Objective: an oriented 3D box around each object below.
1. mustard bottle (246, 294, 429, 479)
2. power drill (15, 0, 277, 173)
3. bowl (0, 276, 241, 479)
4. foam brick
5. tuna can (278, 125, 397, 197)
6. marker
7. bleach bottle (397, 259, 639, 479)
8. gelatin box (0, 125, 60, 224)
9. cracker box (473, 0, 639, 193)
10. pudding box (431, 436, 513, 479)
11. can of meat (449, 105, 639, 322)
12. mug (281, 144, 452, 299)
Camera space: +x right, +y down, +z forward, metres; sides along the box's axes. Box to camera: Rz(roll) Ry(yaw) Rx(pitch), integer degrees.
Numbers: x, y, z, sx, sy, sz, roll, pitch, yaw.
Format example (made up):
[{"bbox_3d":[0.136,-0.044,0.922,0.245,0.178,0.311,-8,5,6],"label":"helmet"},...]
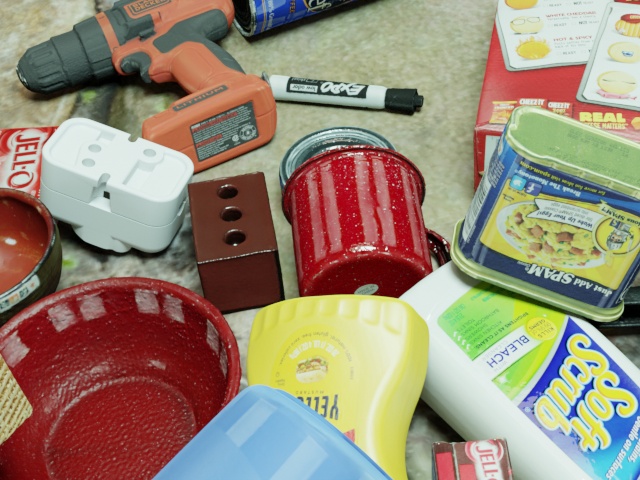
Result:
[{"bbox_3d":[0.000,0.124,0.536,0.096,0.058,0.191,-4,63,24],"label":"mustard bottle"},{"bbox_3d":[-0.129,-0.125,0.825,0.184,0.057,0.188,-25,48,-11],"label":"power drill"},{"bbox_3d":[-0.119,0.097,0.601,0.162,0.055,0.162,-5,45,5],"label":"bowl"},{"bbox_3d":[-0.055,0.001,0.693,0.053,0.051,0.078,-11,45,-4],"label":"foam brick"},{"bbox_3d":[0.014,-0.041,0.737,0.086,0.034,0.086,-4,45,4],"label":"tuna can"},{"bbox_3d":[0.019,-0.112,0.818,0.121,0.020,0.020,8,47,15],"label":"marker"},{"bbox_3d":[0.148,0.103,0.557,0.102,0.068,0.251,-30,52,-26],"label":"bleach bottle"},{"bbox_3d":[-0.222,-0.046,0.778,0.073,0.030,0.089,-2,45,6],"label":"gelatin box"},{"bbox_3d":[0.202,-0.114,0.759,0.164,0.072,0.213,5,45,12],"label":"cracker box"},{"bbox_3d":[0.070,0.156,0.477,0.039,0.113,0.090,-2,46,1],"label":"pudding box"},{"bbox_3d":[0.132,-0.015,0.576,0.102,0.084,0.057,19,37,1],"label":"can of meat"},{"bbox_3d":[0.035,0.006,0.661,0.117,0.093,0.081,19,44,-26],"label":"mug"}]
